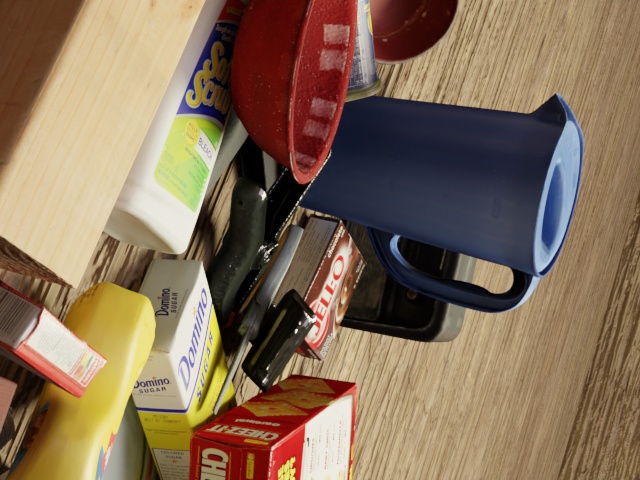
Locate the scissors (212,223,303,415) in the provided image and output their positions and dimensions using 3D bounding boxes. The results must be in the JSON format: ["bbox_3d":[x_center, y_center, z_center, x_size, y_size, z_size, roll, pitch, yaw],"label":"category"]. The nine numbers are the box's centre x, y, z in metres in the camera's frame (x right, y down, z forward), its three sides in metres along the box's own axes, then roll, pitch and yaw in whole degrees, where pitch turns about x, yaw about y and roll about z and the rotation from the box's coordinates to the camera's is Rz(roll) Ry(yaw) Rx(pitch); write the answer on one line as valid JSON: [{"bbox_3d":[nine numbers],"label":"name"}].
[{"bbox_3d":[-0.059,0.071,0.855,0.096,0.016,0.201,-55,-171,53],"label":"scissors"}]

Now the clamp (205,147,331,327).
[{"bbox_3d":[-0.055,0.001,0.798,0.120,0.039,0.172,-22,144,-59],"label":"clamp"}]

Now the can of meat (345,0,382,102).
[{"bbox_3d":[0.009,-0.171,0.861,0.102,0.057,0.084,-112,-169,-56],"label":"can of meat"}]

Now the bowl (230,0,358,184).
[{"bbox_3d":[-0.020,-0.122,0.727,0.162,0.055,0.162,13,90,-79],"label":"bowl"}]

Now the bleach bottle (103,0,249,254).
[{"bbox_3d":[-0.089,-0.123,0.707,0.102,0.068,0.251,50,55,-63],"label":"bleach bottle"}]

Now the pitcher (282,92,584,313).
[{"bbox_3d":[0.092,-0.048,0.915,0.149,0.243,0.145,-61,151,-32],"label":"pitcher"}]

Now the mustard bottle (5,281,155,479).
[{"bbox_3d":[-0.149,0.122,0.624,0.096,0.058,0.191,123,-15,-44],"label":"mustard bottle"}]

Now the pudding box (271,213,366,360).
[{"bbox_3d":[-0.003,0.045,1.005,0.113,0.039,0.090,-67,154,-20],"label":"pudding box"}]

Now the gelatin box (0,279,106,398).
[{"bbox_3d":[-0.170,0.045,0.580,0.030,0.089,0.073,-58,152,-17],"label":"gelatin box"}]

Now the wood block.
[{"bbox_3d":[-0.144,-0.091,0.566,0.206,0.091,0.090,-69,154,-16],"label":"wood block"}]

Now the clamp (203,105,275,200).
[{"bbox_3d":[-0.053,-0.093,0.829,0.164,0.036,0.210,20,88,-67],"label":"clamp"}]

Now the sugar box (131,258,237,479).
[{"bbox_3d":[-0.101,0.109,0.796,0.093,0.048,0.176,-76,166,-47],"label":"sugar box"}]

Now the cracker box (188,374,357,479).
[{"bbox_3d":[-0.036,0.207,0.837,0.213,0.072,0.164,-14,109,-71],"label":"cracker box"}]
